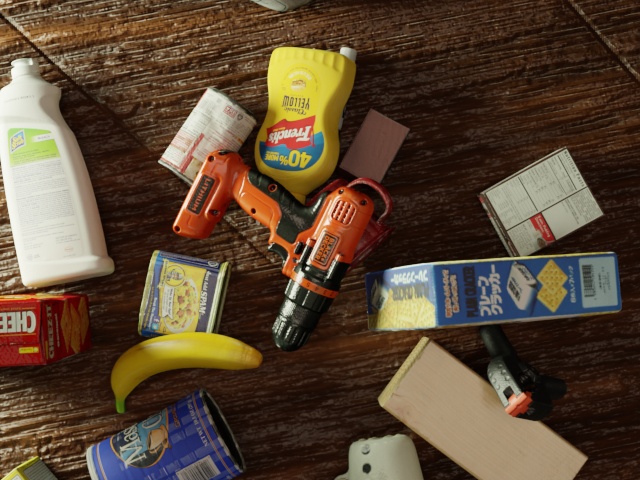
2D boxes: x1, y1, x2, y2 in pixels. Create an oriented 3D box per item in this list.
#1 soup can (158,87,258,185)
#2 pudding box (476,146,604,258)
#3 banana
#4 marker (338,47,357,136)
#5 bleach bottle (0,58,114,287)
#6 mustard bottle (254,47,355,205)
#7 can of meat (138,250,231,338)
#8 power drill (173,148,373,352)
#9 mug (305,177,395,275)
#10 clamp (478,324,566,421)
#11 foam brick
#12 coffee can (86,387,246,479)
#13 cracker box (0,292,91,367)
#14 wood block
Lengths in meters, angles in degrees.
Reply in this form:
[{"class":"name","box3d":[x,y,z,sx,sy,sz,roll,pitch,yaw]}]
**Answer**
[{"class":"soup can","box3d":[-0.124,-0.110,1.183,0.068,0.068,0.102,33,87,1]},{"class":"pudding box","box3d":[0.247,-0.040,1.197,0.113,0.039,0.090,-28,87,-3]},{"class":"banana","box3d":[-0.158,0.131,1.151,0.198,0.037,0.069,-20,123,26]},{"class":"marker","box3d":[0.021,-0.158,1.210,0.020,0.020,0.121,11,87,0]},{"class":"bleach bottle","box3d":[-0.300,-0.079,1.185,0.102,0.068,0.251,-10,85,-1]},{"class":"mustard bottle","box3d":[-0.024,-0.114,1.185,0.096,0.058,0.191,10,89,23]},{"class":"can of meat","box3d":[-0.151,0.066,1.182,0.084,0.057,0.102,11,88,2]},{"class":"power drill","box3d":[-0.057,0.001,1.121,0.188,0.057,0.184,28,96,13]},{"class":"mug","box3d":[0.029,-0.021,1.164,0.081,0.093,0.117,48,119,6]},{"class":"clamp","box3d":[0.220,0.152,1.133,0.120,0.171,0.039,33,110,-5]},{"class":"foam brick","box3d":[0.059,-0.099,1.191,0.051,0.053,0.078,29,88,1]},{"class":"coffee can","box3d":[-0.165,0.236,1.150,0.140,0.103,0.103,-28,88,-2]},{"class":"cracker box","box3d":[-0.339,0.092,1.100,0.164,0.214,0.072,-4,87,-1]},{"class":"wood block","box3d":[0.172,0.203,1.160,0.206,0.090,0.091,37,88,2]}]
